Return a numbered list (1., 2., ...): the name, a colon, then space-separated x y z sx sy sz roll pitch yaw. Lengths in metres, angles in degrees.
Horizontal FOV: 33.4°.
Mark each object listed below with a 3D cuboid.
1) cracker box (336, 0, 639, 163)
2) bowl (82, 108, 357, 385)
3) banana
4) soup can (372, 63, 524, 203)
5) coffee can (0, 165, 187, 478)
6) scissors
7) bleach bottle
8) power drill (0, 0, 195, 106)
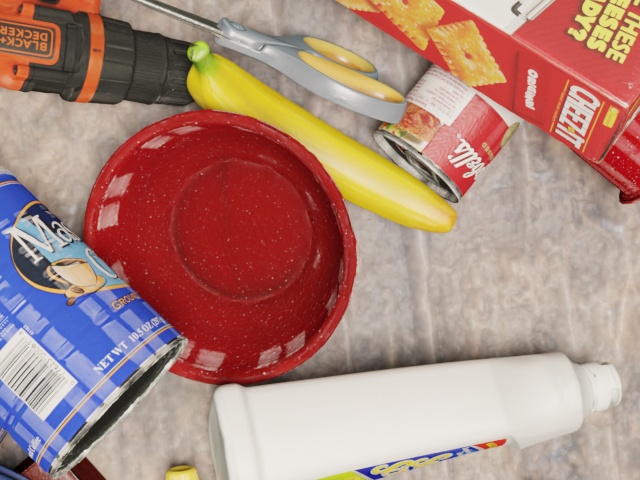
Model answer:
1. cracker box: 0.116 -0.168 0.602 0.214 0.072 0.164 35 71 15
2. bowl: -0.054 0.001 0.627 0.162 0.055 0.162 3 104 11
3. banana: -0.007 -0.057 0.639 0.197 0.070 0.037 30 95 -24
4. soup can: 0.089 -0.083 0.652 0.068 0.068 0.102 40 86 -7
5. coffee can: -0.157 0.043 0.579 0.140 0.103 0.103 43 86 4
6. scissors: -0.041 -0.121 0.625 0.201 0.096 0.016 25 112 -4
7. bleach bottle: 0.062 0.105 0.635 0.250 0.103 0.068 -9 69 -12
8. power drill: -0.144 -0.173 0.610 0.184 0.057 0.187 5 86 -29
